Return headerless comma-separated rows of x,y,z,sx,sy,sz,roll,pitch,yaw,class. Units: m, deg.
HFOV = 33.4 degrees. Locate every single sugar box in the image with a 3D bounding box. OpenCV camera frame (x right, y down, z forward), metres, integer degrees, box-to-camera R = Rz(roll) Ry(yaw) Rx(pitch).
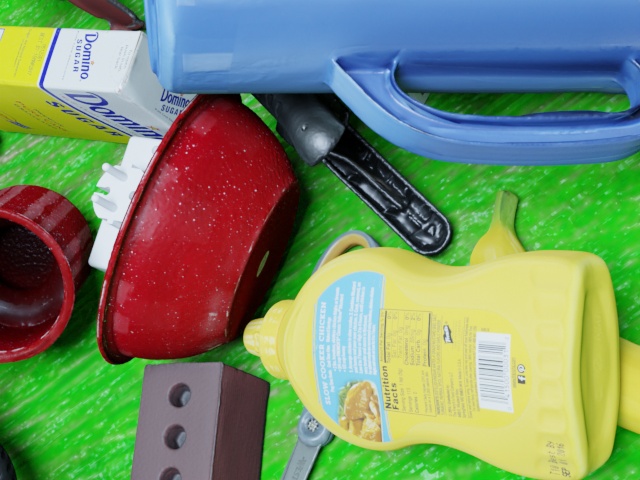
-0.160,-0.096,0.670,0.176,0.093,0.048,11,78,30,sugar box

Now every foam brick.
-0.064,0.109,0.571,0.053,0.051,0.078,-5,70,26,foam brick

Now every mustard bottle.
0.040,0.052,0.502,0.192,0.058,0.096,1,97,37,mustard bottle

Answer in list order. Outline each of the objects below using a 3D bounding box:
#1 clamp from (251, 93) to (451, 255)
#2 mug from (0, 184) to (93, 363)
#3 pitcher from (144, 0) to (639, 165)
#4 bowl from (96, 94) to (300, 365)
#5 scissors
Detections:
-0.006,-0.065,0.568,0.039,0.120,0.172,-45,54,1,clamp
-0.188,0.005,0.630,0.093,0.081,0.117,-30,104,10,mug
0.043,-0.118,0.486,0.242,0.145,0.149,-5,22,-10,pitcher
-0.054,0.001,0.558,0.055,0.162,0.162,23,83,8,bowl
0.017,0.092,0.556,0.096,0.016,0.201,3,74,28,scissors
